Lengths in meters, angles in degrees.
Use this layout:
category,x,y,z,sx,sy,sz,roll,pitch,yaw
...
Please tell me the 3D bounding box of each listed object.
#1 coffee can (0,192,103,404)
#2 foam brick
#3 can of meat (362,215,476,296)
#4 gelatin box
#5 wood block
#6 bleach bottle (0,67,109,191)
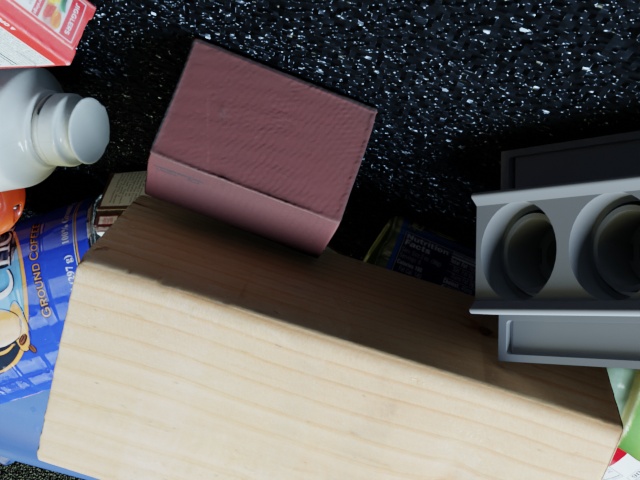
category,x,y,z,sx,sy,sz,roll,pitch,yaw
coffee can,-0.177,0.041,0.631,0.140,0.103,0.102,-17,155,7
foam brick,-0.024,-0.035,0.421,0.078,0.051,0.053,21,162,-5
can of meat,0.059,0.035,0.533,0.084,0.057,0.102,22,162,-1
gelatin box,-0.142,-0.096,0.402,0.089,0.030,0.073,6,159,38
wood block,0.004,0.062,0.436,0.206,0.090,0.090,17,-159,1
bleach bottle,-0.207,-0.059,0.503,0.251,0.102,0.068,4,120,24
